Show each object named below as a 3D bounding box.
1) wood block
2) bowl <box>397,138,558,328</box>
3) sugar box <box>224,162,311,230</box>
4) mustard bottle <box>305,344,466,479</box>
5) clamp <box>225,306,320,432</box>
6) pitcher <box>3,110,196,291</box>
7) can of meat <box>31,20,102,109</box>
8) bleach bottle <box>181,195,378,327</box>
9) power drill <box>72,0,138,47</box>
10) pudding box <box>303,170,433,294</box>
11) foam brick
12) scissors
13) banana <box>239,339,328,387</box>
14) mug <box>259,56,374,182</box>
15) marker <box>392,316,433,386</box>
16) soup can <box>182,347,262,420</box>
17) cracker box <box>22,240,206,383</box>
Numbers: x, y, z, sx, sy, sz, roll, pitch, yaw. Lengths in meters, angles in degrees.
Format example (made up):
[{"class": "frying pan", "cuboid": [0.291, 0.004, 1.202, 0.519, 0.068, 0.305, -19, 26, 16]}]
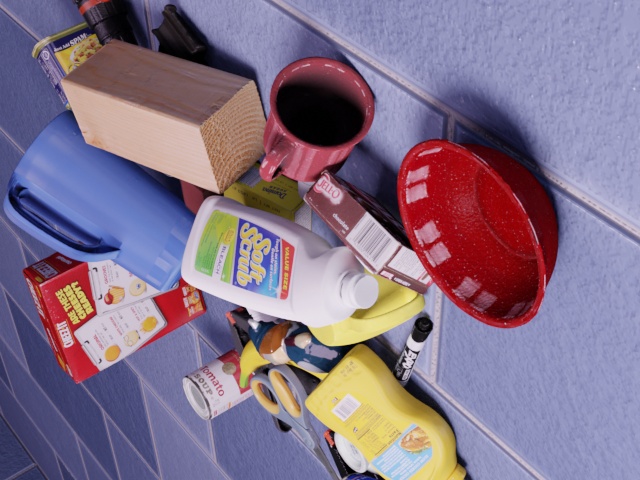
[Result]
[{"class": "wood block", "cuboid": [-0.164, -0.136, 1.138, 0.206, 0.090, 0.091, 21, 144, 33]}, {"class": "bowl", "cuboid": [0.132, -0.014, 0.832, 0.162, 0.055, 0.162, 42, 148, 34]}, {"class": "sugar box", "cuboid": [-0.058, 0.002, 1.173, 0.093, 0.048, 0.176, 27, 139, 24]}, {"class": "mustard bottle", "cuboid": [0.081, 0.200, 1.096, 0.191, 0.058, 0.096, 43, 124, 4]}, {"class": "clamp", "cuboid": [-0.060, 0.152, 1.354, 0.120, 0.039, 0.171, -42, 76, 46]}, {"class": "pitcher", "cuboid": [-0.267, -0.038, 1.345, 0.243, 0.149, 0.145, 36, 179, -2]}, {"class": "can of meat", "cuboid": [-0.294, -0.222, 1.336, 0.084, 0.102, 0.058, 59, 153, 0]}, {"class": "bleach bottle", "cuboid": [-0.035, 0.020, 1.005, 0.251, 0.068, 0.102, 11, 80, 51]}, {"class": "power drill", "cuboid": [-0.243, -0.305, 1.212, 0.184, 0.057, 0.188, 63, 154, -2]}, {"class": "pudding box", "cuboid": [0.048, -0.007, 0.948, 0.089, 0.039, 0.114, 23, -159, -54]}, {"class": "foam brick", "cuboid": [-0.110, -0.062, 1.191, 0.051, 0.078, 0.053, 38, 147, 38]}, {"class": "scissors", "cuboid": [-0.027, 0.233, 1.294, 0.096, 0.016, 0.202, 2, 121, 45]}, {"class": "banana", "cuboid": [-0.036, 0.141, 1.277, 0.198, 0.037, 0.069, -7, 109, 48]}, {"class": "mug", "cuboid": [-0.013, -0.095, 0.950, 0.093, 0.117, 0.082, 38, 155, 4]}, {"class": "marker", "cuboid": [0.091, 0.112, 1.067, 0.020, 0.020, 0.121, 50, 151, 22]}, {"class": "soup can", "cuboid": [-0.125, 0.187, 1.428, 0.069, 0.102, 0.068, 42, 148, 34]}, {"class": "cracker box", "cuboid": [-0.277, 0.069, 1.457, 0.072, 0.213, 0.164, 28, 138, 49]}]
